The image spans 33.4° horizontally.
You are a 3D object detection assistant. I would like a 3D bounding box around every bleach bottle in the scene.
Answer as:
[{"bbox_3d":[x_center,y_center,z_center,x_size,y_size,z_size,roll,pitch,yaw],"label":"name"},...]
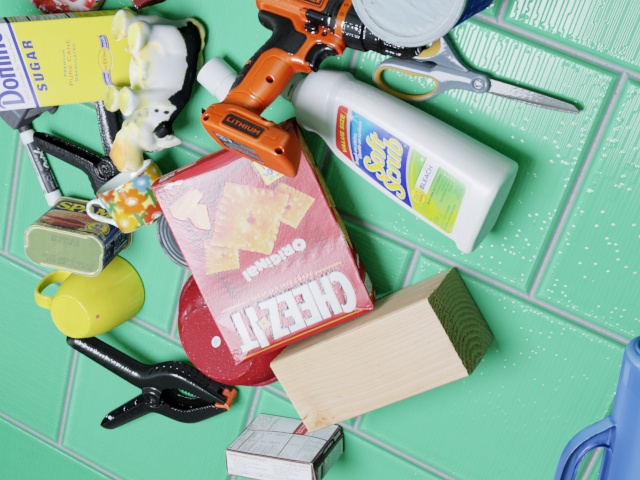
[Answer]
[{"bbox_3d":[0.064,-0.092,1.052,0.251,0.068,0.103,31,136,16],"label":"bleach bottle"}]

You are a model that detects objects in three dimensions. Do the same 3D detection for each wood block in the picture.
[{"bbox_3d":[0.064,0.117,1.125,0.206,0.090,0.091,-26,98,32],"label":"wood block"}]

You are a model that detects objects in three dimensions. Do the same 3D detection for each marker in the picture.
[{"bbox_3d":[-0.337,-0.100,1.267,0.020,0.020,0.121,-13,105,29],"label":"marker"}]

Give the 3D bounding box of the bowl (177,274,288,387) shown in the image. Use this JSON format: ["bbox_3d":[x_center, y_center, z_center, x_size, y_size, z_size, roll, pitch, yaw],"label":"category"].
[{"bbox_3d":[-0.105,0.107,1.222,0.162,0.055,0.162,10,114,22],"label":"bowl"}]

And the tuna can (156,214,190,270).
[{"bbox_3d":[-0.140,-0.011,1.201,0.086,0.033,0.086,10,115,22],"label":"tuna can"}]

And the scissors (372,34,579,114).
[{"bbox_3d":[0.144,-0.168,1.009,0.202,0.016,0.096,5,114,24],"label":"scissors"}]

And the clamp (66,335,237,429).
[{"bbox_3d":[-0.205,0.173,1.293,0.210,0.036,0.164,-1,129,24],"label":"clamp"}]

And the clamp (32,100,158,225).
[{"bbox_3d":[-0.250,-0.086,1.218,0.120,0.039,0.171,-24,99,30],"label":"clamp"}]

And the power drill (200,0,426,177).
[{"bbox_3d":[-0.013,-0.156,1.008,0.185,0.057,0.187,24,76,26],"label":"power drill"}]

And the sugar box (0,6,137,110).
[{"bbox_3d":[-0.278,-0.190,1.121,0.048,0.176,0.093,-142,46,-57],"label":"sugar box"}]

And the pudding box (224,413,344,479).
[{"bbox_3d":[-0.041,0.241,1.227,0.114,0.089,0.039,3,111,24],"label":"pudding box"}]

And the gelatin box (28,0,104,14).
[{"bbox_3d":[-0.280,-0.275,1.159,0.089,0.030,0.073,45,122,2],"label":"gelatin box"}]

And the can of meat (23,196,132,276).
[{"bbox_3d":[-0.279,-0.004,1.231,0.102,0.083,0.057,11,116,9],"label":"can of meat"}]

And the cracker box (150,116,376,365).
[{"bbox_3d":[-0.057,0.001,1.116,0.164,0.072,0.213,-23,99,9],"label":"cracker box"}]

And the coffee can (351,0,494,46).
[{"bbox_3d":[0.098,-0.233,0.930,0.103,0.140,0.103,10,115,22],"label":"coffee can"}]
